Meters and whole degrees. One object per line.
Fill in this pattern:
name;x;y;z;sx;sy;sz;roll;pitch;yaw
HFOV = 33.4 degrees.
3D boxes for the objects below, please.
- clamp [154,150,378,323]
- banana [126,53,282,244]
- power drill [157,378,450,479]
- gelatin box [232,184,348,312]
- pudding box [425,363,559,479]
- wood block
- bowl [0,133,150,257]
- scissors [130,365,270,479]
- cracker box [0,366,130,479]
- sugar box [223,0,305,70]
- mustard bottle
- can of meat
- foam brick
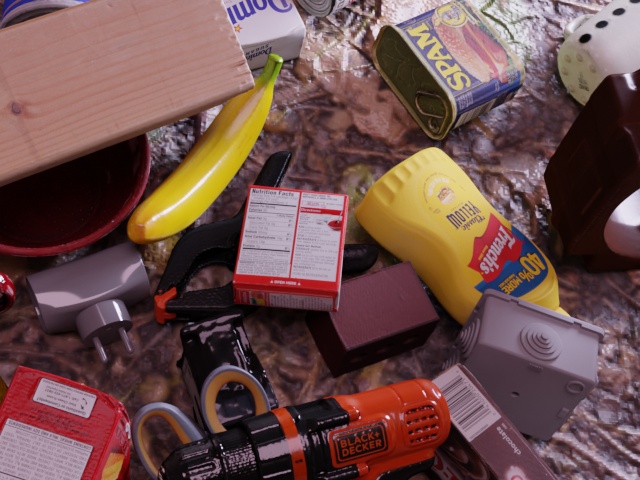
clamp;-0.055;0.001;0.795;0.171;0.039;0.120;-22;58;-23
banana;-0.088;-0.059;0.799;0.037;0.070;0.197;23;58;15
power drill;0.004;0.190;0.650;0.184;0.057;0.187;-12;97;-17
gelatin box;-0.020;0.005;0.752;0.073;0.030;0.089;5;53;3
pudding box;0.104;0.148;0.720;0.039;0.090;0.113;-30;71;-25
wood block;-0.163;-0.105;0.719;0.205;0.090;0.091;-23;97;-21
bowl;-0.207;-0.050;0.781;0.162;0.055;0.162;4;63;-9
scissors;-0.032;0.160;0.675;0.201;0.016;0.096;44;75;-17
cracker box;-0.173;0.201;0.599;0.072;0.164;0.213;17;61;0
sugar box;-0.088;-0.224;0.898;0.093;0.048;0.176;-19;67;-19
mustard bottle;0.121;0.019;0.805;0.192;0.058;0.096;47;47;12
can of meat;0.107;-0.146;0.889;0.083;0.057;0.102;-27;72;-25
foam brick;0.037;0.057;0.774;0.078;0.053;0.051;-18;68;-18
